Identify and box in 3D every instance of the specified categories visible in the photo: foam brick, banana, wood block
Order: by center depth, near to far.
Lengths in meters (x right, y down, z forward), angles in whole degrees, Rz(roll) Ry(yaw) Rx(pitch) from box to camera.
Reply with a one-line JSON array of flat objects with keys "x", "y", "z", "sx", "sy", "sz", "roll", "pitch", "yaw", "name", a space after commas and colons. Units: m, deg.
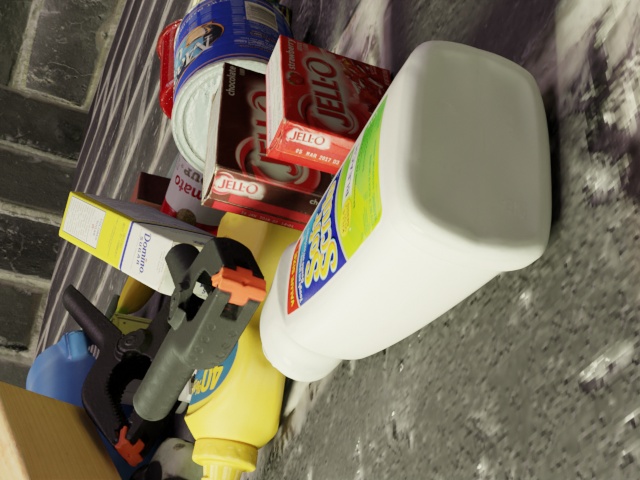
[{"x": -0.200, "y": 0.199, "z": 0.768, "sx": 0.090, "sy": 0.090, "sz": 0.206, "roll": -57, "pitch": 36, "yaw": 7, "name": "wood block"}, {"x": -0.157, "y": -0.028, "z": 1.099, "sx": 0.051, "sy": 0.078, "sz": 0.053, "roll": -99, "pitch": 29, "yaw": -51, "name": "foam brick"}, {"x": -0.181, "y": 0.011, "z": 1.199, "sx": 0.198, "sy": 0.037, "sz": 0.069, "roll": -62, "pitch": 10, "yaw": 19, "name": "banana"}]

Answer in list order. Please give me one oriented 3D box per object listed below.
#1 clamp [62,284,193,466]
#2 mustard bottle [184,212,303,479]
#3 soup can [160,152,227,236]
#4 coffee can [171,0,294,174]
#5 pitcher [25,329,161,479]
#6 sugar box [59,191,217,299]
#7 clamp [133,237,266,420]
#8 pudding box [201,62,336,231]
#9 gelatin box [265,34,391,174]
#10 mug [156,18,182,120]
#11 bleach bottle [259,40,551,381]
[{"x": -0.156, "y": 0.091, "z": 0.876, "sx": 0.210, "sy": 0.165, "sz": 0.036, "roll": -84, "pitch": -26, "yaw": -44, "name": "clamp"}, {"x": -0.050, "y": 0.073, "z": 0.700, "sx": 0.096, "sy": 0.058, "sz": 0.191, "roll": -33, "pitch": 45, "yaw": 59, "name": "mustard bottle"}, {"x": -0.107, "y": -0.030, "z": 0.955, "sx": 0.068, "sy": 0.068, "sz": 0.102, "roll": -105, "pitch": 34, "yaw": -59, "name": "soup can"}, {"x": -0.065, "y": -0.124, "z": 0.842, "sx": 0.140, "sy": 0.102, "sz": 0.103, "roll": -101, "pitch": 30, "yaw": -56, "name": "coffee can"}, {"x": -0.202, "y": 0.211, "z": 0.976, "sx": 0.145, "sy": 0.149, "sz": 0.243, "roll": -49, "pitch": 28, "yaw": 18, "name": "pitcher"}, {"x": -0.125, "y": 0.006, "z": 0.839, "sx": 0.176, "sy": 0.093, "sz": 0.048, "roll": 25, "pitch": 100, "yaw": 51, "name": "sugar box"}, {"x": -0.074, "y": 0.035, "z": 0.655, "sx": 0.172, "sy": 0.039, "sz": 0.120, "roll": -39, "pitch": 44, "yaw": 54, "name": "clamp"}, {"x": -0.027, "y": -0.058, "z": 0.683, "sx": 0.113, "sy": 0.090, "sz": 0.039, "roll": -94, "pitch": 24, "yaw": -48, "name": "pudding box"}, {"x": 0.007, "y": -0.076, "z": 0.619, "sx": 0.089, "sy": 0.073, "sz": 0.030, "roll": -94, "pitch": 25, "yaw": -48, "name": "gelatin box"}, {"x": -0.122, "y": -0.162, "z": 1.107, "sx": 0.117, "sy": 0.093, "sz": 0.081, "roll": 75, "pitch": -170, "yaw": -54, "name": "mug"}, {"x": 0.020, "y": 0.015, "z": 0.520, "sx": 0.251, "sy": 0.068, "sz": 0.102, "roll": 127, "pitch": 153, "yaw": -56, "name": "bleach bottle"}]
